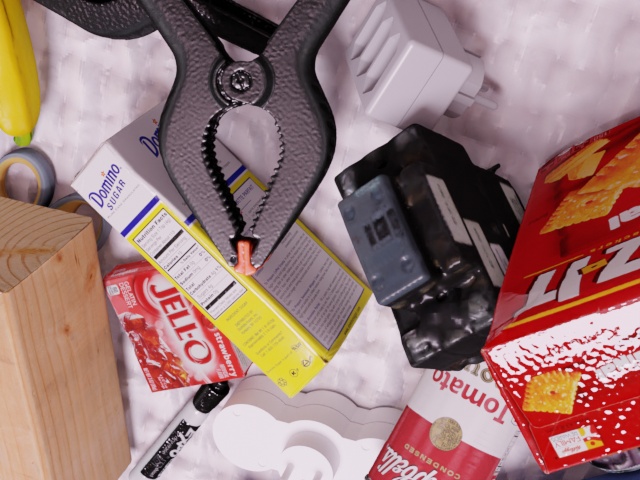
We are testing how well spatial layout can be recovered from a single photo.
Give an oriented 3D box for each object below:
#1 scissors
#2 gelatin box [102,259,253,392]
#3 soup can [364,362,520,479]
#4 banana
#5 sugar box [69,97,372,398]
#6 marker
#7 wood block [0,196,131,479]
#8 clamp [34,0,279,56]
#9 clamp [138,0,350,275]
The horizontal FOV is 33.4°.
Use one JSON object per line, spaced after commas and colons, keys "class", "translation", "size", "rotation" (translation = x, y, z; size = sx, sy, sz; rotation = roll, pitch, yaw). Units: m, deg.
{"class": "scissors", "translation": [-0.224, 0.009, 0.735], "size": [0.202, 0.016, 0.096], "rotation": [-30, 100, 28]}
{"class": "gelatin box", "translation": [-0.092, 0.052, 0.701], "size": [0.073, 0.030, 0.089], "rotation": [-12, 110, 23]}
{"class": "soup can", "translation": [0.079, 0.113, 0.628], "size": [0.068, 0.068, 0.102], "rotation": [29, 91, 4]}
{"class": "banana", "translation": [-0.202, -0.143, 0.629], "size": [0.070, 0.037, 0.198], "rotation": [19, 125, 54]}
{"class": "sugar box", "translation": [-0.054, 0.001, 0.629], "size": [0.176, 0.093, 0.048], "rotation": [43, 119, -3]}
{"class": "marker", "translation": [-0.099, 0.134, 0.748], "size": [0.020, 0.020, 0.121], "rotation": [38, 120, -1]}
{"class": "wood block", "translation": [-0.195, 0.086, 0.698], "size": [0.091, 0.090, 0.206], "rotation": [13, 126, 21]}
{"class": "clamp", "translation": [-0.089, -0.164, 0.597], "size": [0.171, 0.039, 0.120], "rotation": [6, 109, 9]}
{"class": "clamp", "translation": [-0.029, -0.089, 0.557], "size": [0.164, 0.036, 0.210], "rotation": [-6, 95, 8]}
